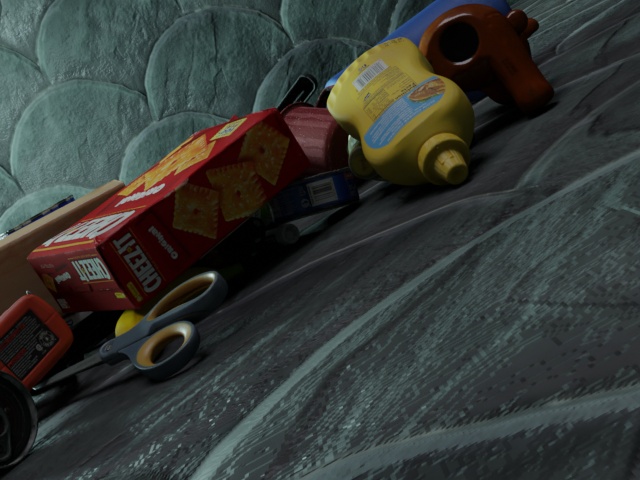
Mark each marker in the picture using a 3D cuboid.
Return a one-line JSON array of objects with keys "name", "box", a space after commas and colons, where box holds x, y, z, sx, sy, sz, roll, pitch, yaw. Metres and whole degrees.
[{"name": "marker", "box": [-0.057, 0.001, 1.034, 0.020, 0.020, 0.121, -34, 10, -29]}]

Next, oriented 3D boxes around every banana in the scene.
[{"name": "banana", "box": [-0.131, 0.057, 0.897, 0.070, 0.037, 0.197, -25, 10, 25]}]

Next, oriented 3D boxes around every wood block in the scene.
[{"name": "wood block", "box": [-0.269, 0.028, 1.051, 0.206, 0.090, 0.091, -29, 11, -12]}]

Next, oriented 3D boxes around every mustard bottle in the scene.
[{"name": "mustard bottle", "box": [0.075, -0.098, 0.887, 0.096, 0.058, 0.192, -39, 35, 6]}]

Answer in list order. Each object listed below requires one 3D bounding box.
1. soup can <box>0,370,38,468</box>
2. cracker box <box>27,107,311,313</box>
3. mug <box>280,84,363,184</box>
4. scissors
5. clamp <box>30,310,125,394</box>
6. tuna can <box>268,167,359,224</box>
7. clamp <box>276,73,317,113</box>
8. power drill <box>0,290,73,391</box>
[{"name": "soup can", "box": [-0.255, 0.135, 0.746, 0.102, 0.068, 0.068, -24, 10, 37]}, {"name": "cracker box", "box": [-0.136, -0.026, 0.948, 0.213, 0.072, 0.164, -41, 18, -30]}, {"name": "mug", "box": [0.009, -0.112, 1.148, 0.082, 0.093, 0.117, 10, 79, 42]}, {"name": "scissors", "box": [-0.147, 0.089, 0.772, 0.202, 0.016, 0.096, -34, 28, 20]}, {"name": "clamp", "box": [-0.236, 0.106, 0.957, 0.172, 0.039, 0.120, -32, 7, 37]}, {"name": "tuna can", "box": [-0.007, -0.042, 1.004, 0.086, 0.034, 0.086, -16, 1, 0]}, {"name": "clamp", "box": [-0.078, -0.115, 1.313, 0.164, 0.036, 0.210, -46, 0, -15]}, {"name": "power drill", "box": [-0.295, 0.125, 0.877, 0.188, 0.057, 0.184, -27, 21, 46]}]
